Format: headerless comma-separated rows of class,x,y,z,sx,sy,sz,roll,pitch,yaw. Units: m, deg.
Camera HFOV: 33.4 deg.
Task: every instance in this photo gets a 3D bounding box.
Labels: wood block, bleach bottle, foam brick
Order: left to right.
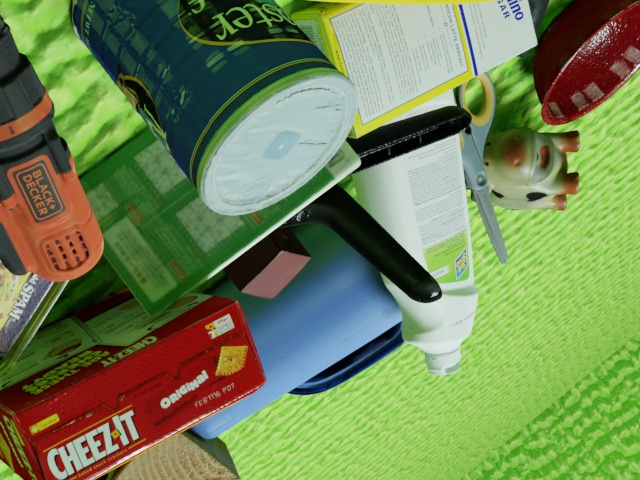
wood block,-0.142,0.216,0.999,0.091,0.090,0.206,-52,-174,-7
foam brick,-0.056,0.001,0.873,0.051,0.078,0.053,-44,157,14
bleach bottle,0.078,-0.007,0.881,0.102,0.068,0.251,-21,108,-36

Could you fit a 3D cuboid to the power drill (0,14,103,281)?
power drill,-0.222,-0.027,0.551,0.187,0.057,0.184,-25,125,-12

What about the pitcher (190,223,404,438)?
pitcher,-0.030,0.079,0.983,0.243,0.149,0.145,-35,173,-1

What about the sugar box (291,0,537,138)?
sugar box,0.072,-0.152,0.771,0.176,0.048,0.093,-29,115,-26

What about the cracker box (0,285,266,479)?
cracker box,-0.159,0.099,0.765,0.164,0.072,0.214,-27,-166,-26

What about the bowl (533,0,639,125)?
bowl,0.259,-0.187,1.026,0.162,0.055,0.162,-32,156,-16

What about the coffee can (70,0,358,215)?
coffee can,-0.061,-0.099,0.600,0.102,0.140,0.103,-32,156,-16

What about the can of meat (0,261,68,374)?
can of meat,-0.209,0.019,0.651,0.083,0.057,0.102,30,97,-33

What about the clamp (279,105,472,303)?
clamp,0.003,-0.036,0.765,0.210,0.164,0.036,5,148,1

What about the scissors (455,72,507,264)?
scissors,0.152,-0.077,0.989,0.096,0.016,0.201,-50,124,-16
